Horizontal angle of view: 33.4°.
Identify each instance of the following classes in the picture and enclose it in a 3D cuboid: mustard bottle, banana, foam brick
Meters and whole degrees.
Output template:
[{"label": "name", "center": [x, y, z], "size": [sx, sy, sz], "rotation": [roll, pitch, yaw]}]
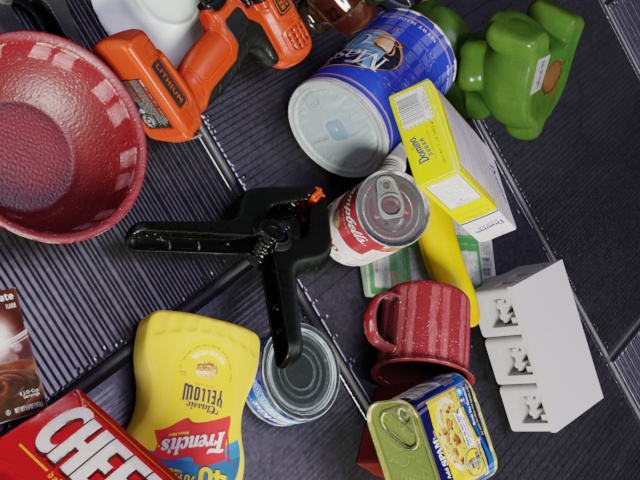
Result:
[{"label": "mustard bottle", "center": [-0.104, 0.155, 0.809], "size": [0.096, 0.058, 0.191], "rotation": [17, 67, -26]}, {"label": "banana", "center": [0.120, -0.015, 1.036], "size": [0.069, 0.037, 0.198], "rotation": [4, 74, -38]}, {"label": "foam brick", "center": [0.075, 0.174, 0.954], "size": [0.053, 0.051, 0.078], "rotation": [34, 58, -28]}]

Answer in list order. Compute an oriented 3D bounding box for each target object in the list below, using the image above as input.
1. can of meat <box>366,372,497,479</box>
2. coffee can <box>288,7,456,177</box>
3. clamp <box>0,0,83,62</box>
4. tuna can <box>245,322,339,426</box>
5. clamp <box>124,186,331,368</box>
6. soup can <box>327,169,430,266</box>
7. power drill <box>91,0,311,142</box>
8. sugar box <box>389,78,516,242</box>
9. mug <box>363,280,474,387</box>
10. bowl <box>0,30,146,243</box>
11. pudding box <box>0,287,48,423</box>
[{"label": "can of meat", "center": [0.096, 0.170, 0.899], "size": [0.083, 0.058, 0.102], "rotation": [-18, 90, -44]}, {"label": "coffee can", "center": [0.050, -0.139, 0.994], "size": [0.103, 0.103, 0.140], "rotation": [53, 51, -14]}, {"label": "clamp", "center": [-0.248, -0.201, 0.813], "size": [0.171, 0.039, 0.120], "rotation": [36, 61, -33]}, {"label": "tuna can", "center": [-0.025, 0.112, 0.902], "size": [0.086, 0.034, 0.086], "rotation": [13, 69, -36]}, {"label": "clamp", "center": [-0.056, 0.001, 0.885], "size": [0.164, 0.036, 0.209], "rotation": [34, 35, 0]}, {"label": "soup can", "center": [0.045, -0.018, 0.943], "size": [0.068, 0.102, 0.068], "rotation": [4, 78, -19]}, {"label": "power drill", "center": [-0.100, -0.187, 0.886], "size": [0.187, 0.057, 0.184], "rotation": [-49, 123, -29]}, {"label": "sugar box", "center": [0.121, -0.066, 0.959], "size": [0.176, 0.048, 0.093], "rotation": [37, 35, -61]}, {"label": "mug", "center": [0.085, 0.084, 0.967], "size": [0.117, 0.093, 0.081], "rotation": [24, 58, -30]}, {"label": "bowl", "center": [-0.212, -0.071, 0.791], "size": [0.161, 0.055, 0.162], "rotation": [13, 69, -36]}, {"label": "pudding box", "center": [-0.252, 0.088, 0.721], "size": [0.113, 0.039, 0.090], "rotation": [-13, 85, -41]}]
